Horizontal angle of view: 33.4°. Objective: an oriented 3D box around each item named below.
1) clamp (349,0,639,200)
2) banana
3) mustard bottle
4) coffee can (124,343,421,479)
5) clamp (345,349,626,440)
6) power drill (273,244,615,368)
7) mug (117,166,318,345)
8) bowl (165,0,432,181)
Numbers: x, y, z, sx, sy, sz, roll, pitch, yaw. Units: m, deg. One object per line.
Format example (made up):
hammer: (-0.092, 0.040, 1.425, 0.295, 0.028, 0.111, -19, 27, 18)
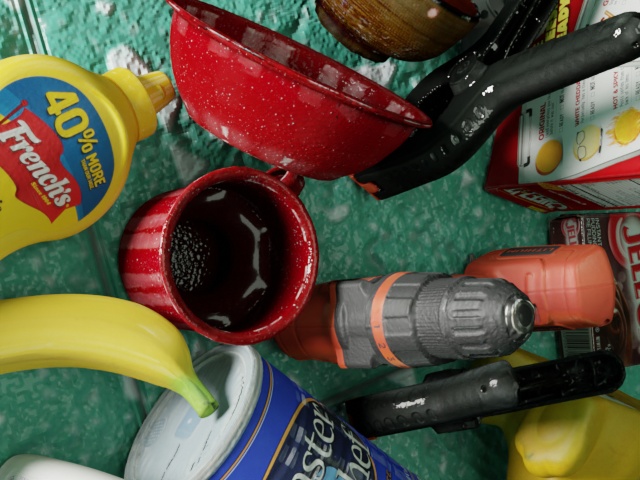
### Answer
clamp: (0.102, -0.103, 0.652, 0.036, 0.210, 0.164, 39, 32, -23)
banana: (-0.152, 0.058, 0.535, 0.197, 0.069, 0.037, -1, 131, -10)
mustard bottle: (-0.156, -0.041, 0.545, 0.191, 0.058, 0.096, -33, 117, -29)
coffee can: (-0.022, 0.136, 0.592, 0.140, 0.103, 0.102, 41, 68, -23)
clamp: (0.074, 0.091, 0.608, 0.120, 0.172, 0.039, 15, 61, -51)
power drill: (0.090, 0.037, 0.629, 0.187, 0.185, 0.057, -5, 91, -41)
mug: (-0.054, 0.001, 0.591, 0.093, 0.082, 0.117, 46, 67, -21)
bowl: (-0.021, -0.078, 0.591, 0.161, 0.162, 0.055, 19, 105, -29)
